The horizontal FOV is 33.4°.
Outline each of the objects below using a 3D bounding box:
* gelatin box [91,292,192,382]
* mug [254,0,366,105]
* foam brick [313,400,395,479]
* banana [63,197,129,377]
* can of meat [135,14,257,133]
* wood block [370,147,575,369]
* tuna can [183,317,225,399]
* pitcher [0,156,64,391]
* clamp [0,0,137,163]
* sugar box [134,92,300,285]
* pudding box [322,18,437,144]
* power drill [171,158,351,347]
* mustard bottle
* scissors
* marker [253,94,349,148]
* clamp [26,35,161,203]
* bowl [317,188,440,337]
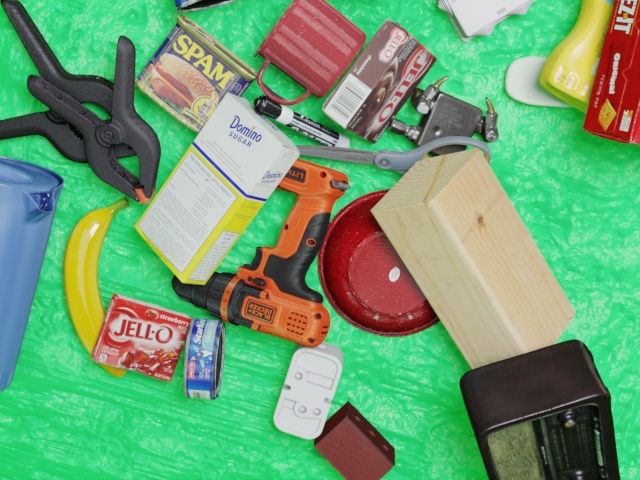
[{"bbox_3d":[-0.191,0.104,1.142,0.089,0.030,0.073,19,90,-20],"label":"gelatin box"},{"bbox_3d":[-0.015,-0.188,1.073,0.081,0.093,0.117,37,90,-7],"label":"mug"},{"bbox_3d":[0.038,0.224,1.152,0.051,0.053,0.078,-43,94,8],"label":"foam brick"},{"bbox_3d":[-0.243,0.052,1.152,0.069,0.037,0.198,3,99,4],"label":"banana"},{"bbox_3d":[-0.129,-0.168,1.102,0.102,0.057,0.084,39,102,-2],"label":"can of meat"},{"bbox_3d":[0.154,0.022,1.057,0.090,0.090,0.206,-46,112,-33],"label":"wood block"},{"bbox_3d":[-0.122,0.125,1.131,0.034,0.086,0.086,5,99,1],"label":"tuna can"},{"bbox_3d":[-0.364,0.031,1.121,0.145,0.149,0.243,12,103,-13],"label":"pitcher"},{"bbox_3d":[-0.281,-0.133,1.126,0.210,0.036,0.165,32,100,-4],"label":"clamp"},{"bbox_3d":[-0.106,-0.051,1.081,0.093,0.048,0.176,45,104,25],"label":"sugar box"},{"bbox_3d":[0.061,-0.158,1.071,0.039,0.090,0.113,43,101,22],"label":"pudding box"},{"bbox_3d":[-0.057,0.001,1.110,0.185,0.057,0.188,17,97,21],"label":"power drill"},{"bbox_3d":[0.296,-0.216,1.036,0.096,0.058,0.191,26,93,-12],"label":"mustard bottle"},{"bbox_3d":[0.077,-0.069,1.107,0.202,0.016,0.096,-4,132,13],"label":"scissors"},{"bbox_3d":[-0.020,-0.119,1.086,0.120,0.020,0.020,22,102,-38],"label":"marker"},{"bbox_3d":[-0.223,-0.115,1.089,0.120,0.039,0.171,-9,110,17],"label":"clamp"},{"bbox_3d":[0.076,0.029,1.119,0.162,0.055,0.162,1,99,4],"label":"bowl"}]
